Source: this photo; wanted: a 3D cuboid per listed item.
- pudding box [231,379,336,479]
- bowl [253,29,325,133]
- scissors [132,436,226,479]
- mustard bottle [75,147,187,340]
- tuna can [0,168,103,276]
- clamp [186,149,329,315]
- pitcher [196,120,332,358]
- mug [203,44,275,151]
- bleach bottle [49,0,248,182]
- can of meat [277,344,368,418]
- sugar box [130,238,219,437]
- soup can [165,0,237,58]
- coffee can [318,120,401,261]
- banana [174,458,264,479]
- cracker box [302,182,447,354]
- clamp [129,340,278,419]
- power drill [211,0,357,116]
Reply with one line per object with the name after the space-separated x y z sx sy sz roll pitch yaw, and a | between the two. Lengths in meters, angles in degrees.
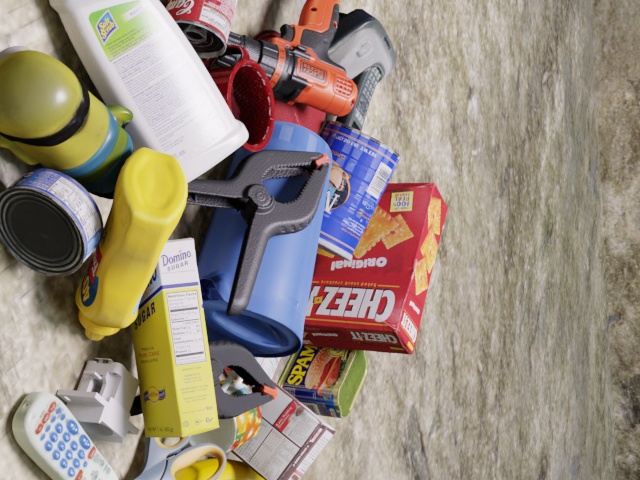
-0.054 0.210 1.173 0.090 0.114 0.039 -53 143 -6 | pudding box
-0.035 -0.169 1.263 0.161 0.055 0.162 -11 102 -64 | bowl
-0.180 0.222 1.038 0.201 0.016 0.096 -9 62 -42 | scissors
-0.171 0.019 0.924 0.096 0.058 0.192 -96 -153 -48 | mustard bottle
-0.220 -0.015 0.863 0.033 0.086 0.086 -57 141 -49 | tuna can
-0.063 -0.025 1.065 0.209 0.036 0.164 -26 77 -33 | clamp
-0.058 0.001 1.160 0.149 0.145 0.242 131 -24 -60 | pitcher
-0.103 -0.146 1.091 0.093 0.082 0.117 30 61 -59 | mug
-0.162 -0.174 0.946 0.102 0.068 0.250 -38 120 -21 | bleach bottle
0.004 0.174 1.350 0.102 0.084 0.057 -62 145 -40 | can of meat
-0.141 0.092 0.989 0.048 0.094 0.176 -8 85 -32 | sugar box
-0.117 -0.244 1.071 0.068 0.069 0.102 43 54 -58 | soup can
0.021 -0.060 1.290 0.140 0.103 0.102 -63 151 -3 | coffee can
-0.111 0.261 1.143 0.197 0.070 0.037 15 98 -52 | banana
0.056 0.029 1.349 0.072 0.164 0.213 55 45 -49 | cracker box
-0.120 0.123 1.072 0.171 0.039 0.120 13 80 -33 | clamp
-0.038 -0.244 1.197 0.184 0.057 0.187 20 63 -28 | power drill
